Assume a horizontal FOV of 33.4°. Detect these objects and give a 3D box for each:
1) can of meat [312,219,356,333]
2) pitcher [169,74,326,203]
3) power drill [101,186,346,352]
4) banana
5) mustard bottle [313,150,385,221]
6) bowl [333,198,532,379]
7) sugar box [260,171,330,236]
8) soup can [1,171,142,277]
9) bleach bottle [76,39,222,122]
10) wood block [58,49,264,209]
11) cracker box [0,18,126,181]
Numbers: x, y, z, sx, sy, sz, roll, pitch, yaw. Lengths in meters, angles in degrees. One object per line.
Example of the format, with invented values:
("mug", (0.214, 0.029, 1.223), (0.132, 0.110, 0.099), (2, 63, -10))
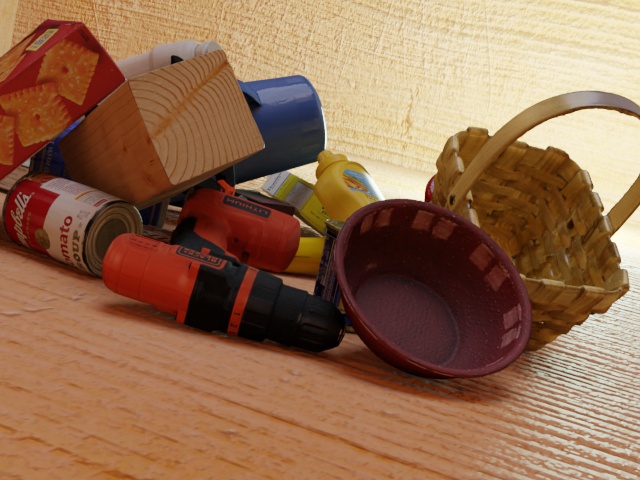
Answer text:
("can of meat", (0.046, 0.033, 0.901), (0.102, 0.084, 0.057), (9, 9, -22))
("pitcher", (-0.119, -0.126, 1.245), (0.242, 0.145, 0.149), (-14, 15, -16))
("power drill", (-0.063, 0.020, 0.846), (0.184, 0.057, 0.187), (19, 16, 0))
("banana", (-0.047, 0.008, 1.083), (0.197, 0.037, 0.070), (3, 18, -25))
("mustard bottle", (0.042, -0.027, 1.097), (0.096, 0.058, 0.192), (23, 28, -46))
("bowl", (0.076, 0.046, 0.804), (0.162, 0.055, 0.162), (14, 47, -16))
("sugar box", (-0.008, -0.041, 1.350), (0.093, 0.048, 0.176), (38, 1, -23))
("soup can", (-0.209, -0.014, 0.899), (0.102, 0.068, 0.068), (19, 10, 32))
("bleach bottle", (-0.216, -0.190, 1.294), (0.251, 0.068, 0.102), (-14, -6, 34))
("wood block", (-0.144, -0.082, 0.920), (0.090, 0.090, 0.206), (-24, 3, -29))
("cracker box", (-0.291, -0.110, 0.949), (0.072, 0.213, 0.164), (55, -11, -24))
